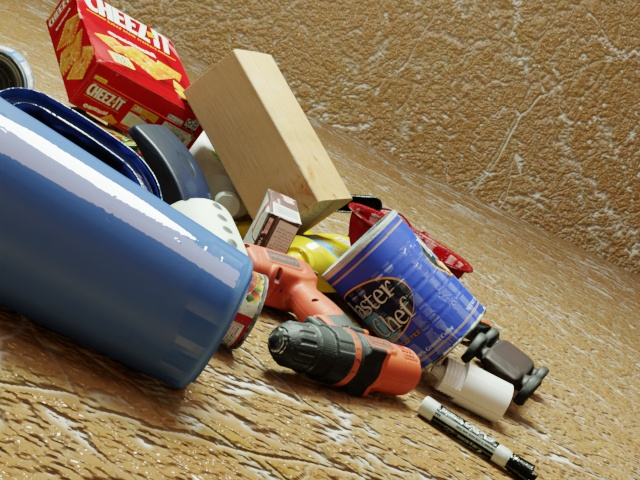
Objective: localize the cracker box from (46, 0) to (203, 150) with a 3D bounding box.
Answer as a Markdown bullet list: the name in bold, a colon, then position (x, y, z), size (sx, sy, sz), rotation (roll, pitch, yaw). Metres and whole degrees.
- **cracker box**: position (-0.240, -0.211, 1.316), size (0.164, 0.072, 0.214), rotation (27, 23, -36)

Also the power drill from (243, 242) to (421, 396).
- **power drill**: position (-0.016, 0.073, 0.988), size (0.184, 0.057, 0.188), rotation (22, 14, -46)

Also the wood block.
- **wood block**: position (-0.062, -0.112, 1.256), size (0.206, 0.091, 0.090), rotation (60, 25, 10)

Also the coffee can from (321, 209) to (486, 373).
- **coffee can**: position (0.085, 0.053, 1.098), size (0.140, 0.103, 0.102), rotation (47, 11, 0)

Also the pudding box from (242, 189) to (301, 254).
- **pudding box**: position (-0.057, 0.001, 1.129), size (0.039, 0.090, 0.113), rotation (25, 12, -8)

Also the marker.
- **marker**: position (0.143, 0.181, 0.968), size (0.121, 0.020, 0.020), rotation (31, 11, 19)

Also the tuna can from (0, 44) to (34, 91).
- **tuna can**: position (-0.370, -0.178, 1.206), size (0.086, 0.086, 0.034), rotation (27, 12, -6)

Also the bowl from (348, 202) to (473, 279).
- **bowl**: position (0.091, 0.018, 1.221), size (0.162, 0.055, 0.162), rotation (27, 10, -5)

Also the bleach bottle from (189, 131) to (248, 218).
- **bleach bottle**: position (-0.136, -0.087, 1.350), size (0.102, 0.068, 0.251), rotation (27, 13, -18)

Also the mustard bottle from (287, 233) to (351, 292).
- **mustard bottle**: position (-0.001, 0.026, 1.236), size (0.096, 0.058, 0.191), rotation (30, 10, 19)

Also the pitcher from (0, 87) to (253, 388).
- **pitcher**: position (-0.171, -0.005, 0.755), size (0.242, 0.149, 0.145), rotation (30, -1, -7)
